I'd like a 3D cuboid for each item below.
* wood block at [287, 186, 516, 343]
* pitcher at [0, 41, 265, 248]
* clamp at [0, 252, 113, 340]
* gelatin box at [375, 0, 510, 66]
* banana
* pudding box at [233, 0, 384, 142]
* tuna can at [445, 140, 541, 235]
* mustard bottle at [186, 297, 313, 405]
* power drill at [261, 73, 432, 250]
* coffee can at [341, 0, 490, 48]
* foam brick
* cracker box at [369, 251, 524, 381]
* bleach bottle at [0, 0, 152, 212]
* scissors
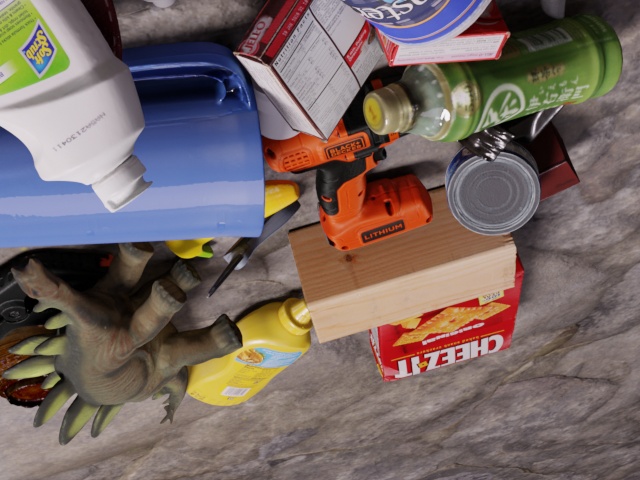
[{"bbox_3d":[0.082,0.019,1.065,0.206,0.091,0.090,-16,150,0],"label":"wood block"},{"bbox_3d":[-0.163,-0.064,0.777,0.242,0.149,0.145,-6,-169,-12],"label":"pitcher"},{"bbox_3d":[-0.295,0.052,0.991,0.210,0.036,0.164,-22,146,4],"label":"clamp"},{"bbox_3d":[0.083,-0.165,0.772,0.089,0.073,0.030,-7,148,-15],"label":"gelatin box"},{"bbox_3d":[-0.092,-0.018,0.940,0.069,0.037,0.198,-13,172,-32],"label":"banana"},{"bbox_3d":[-0.005,-0.136,0.767,0.090,0.039,0.113,-57,147,-10],"label":"pudding box"},{"bbox_3d":[0.156,-0.048,0.966,0.086,0.033,0.086,2,117,5],"label":"tuna can"},{"bbox_3d":[-0.067,0.119,1.193,0.096,0.058,0.192,12,140,-38],"label":"mustard bottle"},{"bbox_3d":[0.052,-0.072,0.934,0.184,0.057,0.187,-16,148,3],"label":"power drill"},{"bbox_3d":[0.037,-0.196,0.669,0.103,0.103,0.140,-32,146,26],"label":"coffee can"},{"bbox_3d":[0.197,-0.069,1.012,0.078,0.051,0.053,-26,150,17],"label":"foam brick"},{"bbox_3d":[0.137,0.076,1.207,0.164,0.072,0.213,-14,151,-2],"label":"cracker box"},{"bbox_3d":[-0.184,-0.119,0.574,0.103,0.068,0.251,-32,103,14],"label":"bleach bottle"},{"bbox_3d":[-0.056,0.001,0.931,0.096,0.016,0.202,-41,-174,3],"label":"scissors"}]
